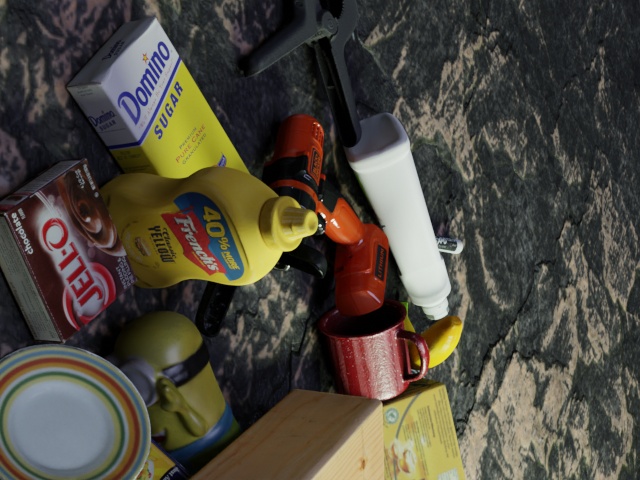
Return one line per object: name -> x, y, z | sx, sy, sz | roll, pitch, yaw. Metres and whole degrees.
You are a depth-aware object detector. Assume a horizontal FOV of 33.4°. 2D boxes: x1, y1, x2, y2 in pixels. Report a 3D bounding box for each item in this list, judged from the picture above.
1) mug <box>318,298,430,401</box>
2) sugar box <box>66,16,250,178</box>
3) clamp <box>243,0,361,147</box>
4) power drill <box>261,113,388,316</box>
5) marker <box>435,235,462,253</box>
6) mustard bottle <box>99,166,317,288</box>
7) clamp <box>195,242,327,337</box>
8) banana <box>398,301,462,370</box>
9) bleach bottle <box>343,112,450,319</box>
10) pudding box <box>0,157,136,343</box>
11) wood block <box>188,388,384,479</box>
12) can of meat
mug -> 0.060, 0.116, 1.106 | 0.093, 0.117, 0.081 | -38, 123, -52
sugar box -> -0.130, -0.089, 0.900 | 0.176, 0.048, 0.093 | 61, 42, -34
clamp -> 0.003, -0.209, 1.103 | 0.164, 0.036, 0.210 | 39, 54, -38
power drill -> 0.004, -0.007, 1.055 | 0.187, 0.057, 0.184 | 54, 33, -42
marker -> 0.139, 0.003, 1.309 | 0.120, 0.020, 0.020 | 8, 81, -55
mustard bottle -> -0.085, -0.010, 0.831 | 0.058, 0.192, 0.096 | -45, 124, -47
clamp -> -0.056, 0.001, 0.926 | 0.171, 0.120, 0.039 | -100, 168, -46
banana -> 0.106, 0.107, 1.155 | 0.037, 0.198, 0.069 | 1, 92, -14
bleach bottle -> 0.097, -0.012, 1.189 | 0.102, 0.068, 0.251 | -104, 172, -61
pudding box -> -0.196, 0.007, 0.803 | 0.089, 0.039, 0.113 | -46, 123, -47
wood block -> -0.024, 0.202, 0.864 | 0.205, 0.090, 0.091 | -30, 120, -64
can of meat -> -0.155, 0.190, 0.805 | 0.084, 0.058, 0.102 | 41, 42, 4
